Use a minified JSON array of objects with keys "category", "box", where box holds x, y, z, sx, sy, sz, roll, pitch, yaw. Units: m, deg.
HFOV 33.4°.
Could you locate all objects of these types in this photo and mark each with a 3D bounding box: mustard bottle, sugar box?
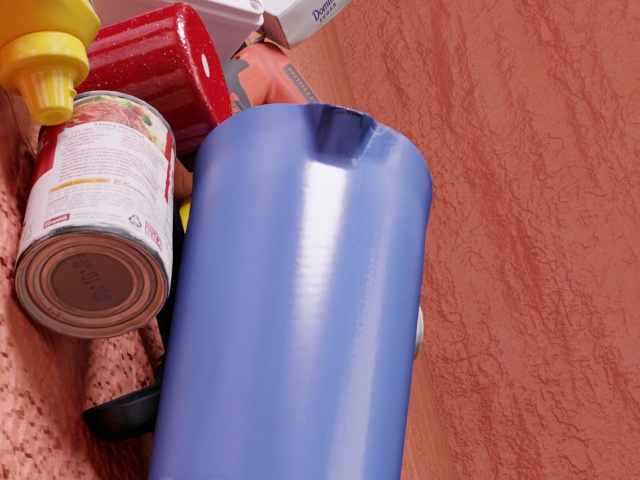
[{"category":"mustard bottle","box":[-0.144,-0.144,0.509,0.096,0.058,0.191,64,12,-73]},{"category":"sugar box","box":[-0.052,-0.230,0.910,0.176,0.093,0.048,37,-18,37]}]

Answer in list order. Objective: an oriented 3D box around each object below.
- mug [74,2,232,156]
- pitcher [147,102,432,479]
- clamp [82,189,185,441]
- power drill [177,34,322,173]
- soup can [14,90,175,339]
[{"category":"mug","box":[-0.098,-0.084,0.615,0.117,0.081,0.093,23,51,-80]},{"category":"pitcher","box":[-0.017,0.065,0.528,0.149,0.145,0.242,49,36,-40]},{"category":"clamp","box":[-0.075,0.082,0.594,0.164,0.036,0.210,-85,162,-44]},{"category":"power drill","box":[-0.045,-0.079,0.791,0.184,0.057,0.187,53,21,-1]},{"category":"soup can","box":[-0.102,-0.013,0.494,0.102,0.068,0.068,-97,168,-48]}]
